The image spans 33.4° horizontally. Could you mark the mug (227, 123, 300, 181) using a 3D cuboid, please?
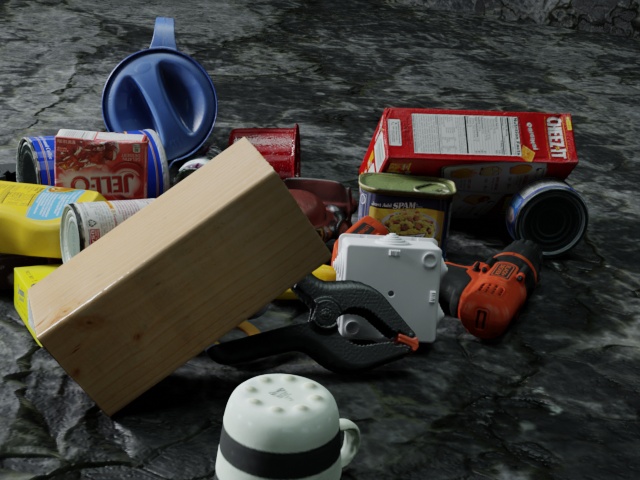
[{"bbox_3d":[-0.068,-0.085,1.285,0.081,0.093,0.117,0,57,3],"label":"mug"}]

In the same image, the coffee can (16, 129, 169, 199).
[{"bbox_3d":[-0.246,-0.065,1.150,0.140,0.103,0.103,-7,23,-27],"label":"coffee can"}]

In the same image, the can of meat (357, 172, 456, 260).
[{"bbox_3d":[0.088,-0.022,1.130,0.102,0.084,0.057,5,20,1],"label":"can of meat"}]

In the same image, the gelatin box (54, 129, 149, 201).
[{"bbox_3d":[-0.214,-0.068,1.047,0.089,0.073,0.030,4,22,-3],"label":"gelatin box"}]

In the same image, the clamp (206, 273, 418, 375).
[{"bbox_3d":[-0.002,0.054,0.882,0.171,0.120,0.039,10,-12,-11],"label":"clamp"}]

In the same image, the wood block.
[{"bbox_3d":[-0.107,0.025,0.808,0.206,0.090,0.091,-36,29,-3],"label":"wood block"}]

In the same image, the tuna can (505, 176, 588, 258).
[{"bbox_3d":[0.248,-0.024,1.167,0.086,0.086,0.034,1,22,-8],"label":"tuna can"}]

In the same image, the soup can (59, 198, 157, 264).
[{"bbox_3d":[-0.165,-0.002,0.917,0.102,0.068,0.069,-5,22,-27],"label":"soup can"}]

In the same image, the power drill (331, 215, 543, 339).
[{"bbox_3d":[0.117,0.026,1.045,0.188,0.057,0.184,12,22,20],"label":"power drill"}]

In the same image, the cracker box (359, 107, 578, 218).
[{"bbox_3d":[0.161,-0.086,1.216,0.213,0.072,0.164,1,-21,-7],"label":"cracker box"}]

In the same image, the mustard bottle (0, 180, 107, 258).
[{"bbox_3d":[-0.254,-0.018,0.973,0.191,0.058,0.096,5,22,2],"label":"mustard bottle"}]

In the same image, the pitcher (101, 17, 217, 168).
[{"bbox_3d":[-0.199,-0.176,1.342,0.149,0.145,0.243,-43,9,-2],"label":"pitcher"}]
